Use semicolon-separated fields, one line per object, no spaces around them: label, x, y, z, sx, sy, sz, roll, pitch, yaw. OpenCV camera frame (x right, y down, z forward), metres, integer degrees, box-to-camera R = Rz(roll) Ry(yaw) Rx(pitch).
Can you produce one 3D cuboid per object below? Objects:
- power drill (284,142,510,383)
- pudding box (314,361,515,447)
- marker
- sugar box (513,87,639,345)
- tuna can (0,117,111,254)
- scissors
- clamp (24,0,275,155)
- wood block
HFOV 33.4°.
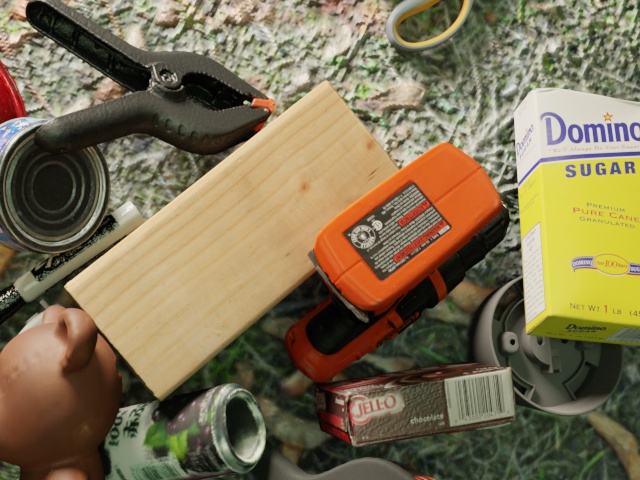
power drill;0.058;0.009;0.665;0.184;0.188;0.057;-39;76;-12
pudding box;0.060;0.106;0.705;0.113;0.090;0.039;-5;88;-13
marker;-0.169;0.016;0.698;0.121;0.020;0.020;-36;94;-13
sugar box;0.187;-0.018;0.738;0.093;0.048;0.176;7;67;-12
tuna can;-0.175;-0.034;0.671;0.085;0.034;0.086;-8;101;-46
scissors;0.114;-0.218;0.780;0.201;0.016;0.096;-43;95;-12
clamp;-0.109;-0.087;0.682;0.171;0.039;0.120;14;55;-23
wood block;-0.055;0.000;0.688;0.206;0.091;0.090;-40;94;-12
